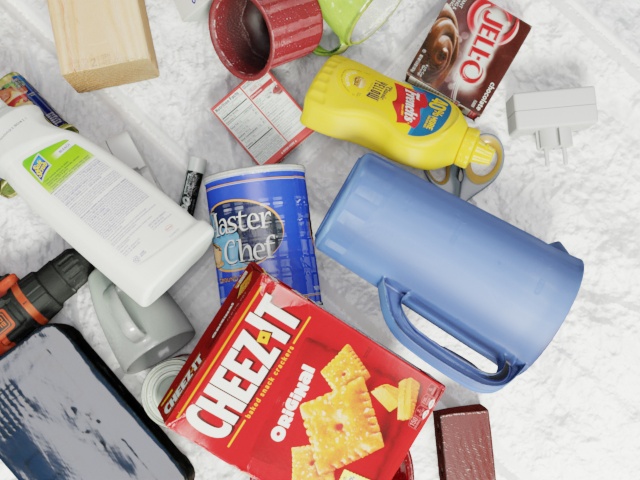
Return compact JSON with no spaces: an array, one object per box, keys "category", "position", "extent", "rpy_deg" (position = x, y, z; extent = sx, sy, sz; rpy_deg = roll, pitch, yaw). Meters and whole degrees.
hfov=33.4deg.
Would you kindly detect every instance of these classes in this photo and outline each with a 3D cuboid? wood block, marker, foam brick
[{"category":"wood block","position":[-0.231,-0.265,1.083],"extent":[0.090,0.091,0.206],"rpy_deg":[-12,86,-2]},{"category":"marker","position":[-0.140,-0.027,1.103],"extent":[0.020,0.020,0.121],"rpy_deg":[13,86,1]},{"category":"foam brick","position":[0.144,0.207,1.071],"extent":[0.051,0.053,0.078],"rpy_deg":[-5,86,0]}]

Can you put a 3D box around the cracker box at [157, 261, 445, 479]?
[{"category":"cracker box","position":[-0.015,0.146,0.983],"extent":[0.213,0.072,0.164],"rpy_deg":[33,87,-15]}]

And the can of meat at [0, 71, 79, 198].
[{"category":"can of meat","position":[-0.314,-0.109,1.091],"extent":[0.102,0.057,0.084],"rpy_deg":[-44,85,-2]}]

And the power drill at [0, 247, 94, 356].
[{"category":"power drill","position":[-0.347,0.022,1.081],"extent":[0.184,0.057,0.187],"rpy_deg":[-40,86,-6]}]

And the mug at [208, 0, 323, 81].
[{"category":"mug","position":[-0.059,-0.213,1.074],"extent":[0.081,0.117,0.093],"rpy_deg":[-28,102,-40]}]

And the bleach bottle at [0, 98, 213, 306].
[{"category":"bleach bottle","position":[-0.227,-0.054,1.024],"extent":[0.251,0.068,0.102],"rpy_deg":[42,63,6]}]

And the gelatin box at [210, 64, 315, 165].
[{"category":"gelatin box","position":[-0.058,-0.125,1.104],"extent":[0.073,0.030,0.089],"rpy_deg":[-41,88,-1]}]

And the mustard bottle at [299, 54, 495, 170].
[{"category":"mustard bottle","position":[0.082,-0.118,1.066],"extent":[0.191,0.058,0.096],"rpy_deg":[23,43,7]}]

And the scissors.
[{"category":"scissors","position":[0.150,-0.027,1.104],"extent":[0.096,0.016,0.202],"rpy_deg":[-7,86,1]}]

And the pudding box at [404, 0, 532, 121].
[{"category":"pudding box","position":[0.152,-0.194,1.104],"extent":[0.090,0.039,0.113],"rpy_deg":[30,87,1]}]

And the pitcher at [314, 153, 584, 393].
[{"category":"pitcher","position":[0.116,0.026,1.027],"extent":[0.243,0.149,0.145],"rpy_deg":[30,107,-1]}]

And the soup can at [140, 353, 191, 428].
[{"category":"soup can","position":[-0.136,0.147,1.050],"extent":[0.068,0.102,0.068],"rpy_deg":[0,87,0]}]

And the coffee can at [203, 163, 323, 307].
[{"category":"coffee can","position":[-0.057,0.001,1.059],"extent":[0.103,0.103,0.140],"rpy_deg":[-8,86,-1]}]
